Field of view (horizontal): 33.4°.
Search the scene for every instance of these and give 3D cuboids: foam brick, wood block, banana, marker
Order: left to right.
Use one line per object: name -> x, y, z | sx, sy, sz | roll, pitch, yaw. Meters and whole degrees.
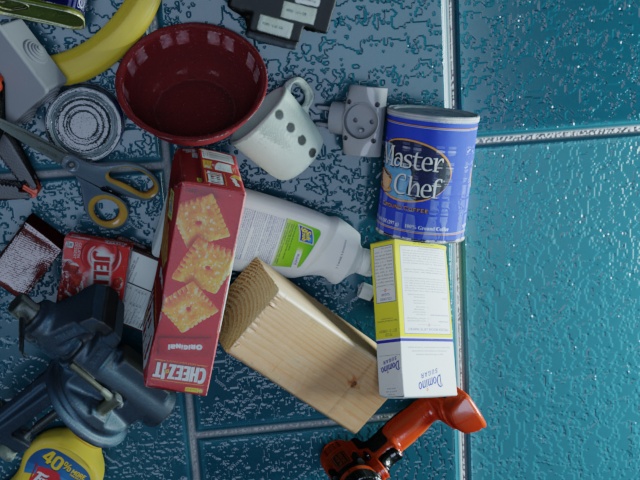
foam brick -> -0.328, 0.017, 1.197 | 0.051, 0.053, 0.078 | 37, 98, -13
banana -> -0.239, -0.222, 1.156 | 0.198, 0.037, 0.069 | -32, 105, 2
wood block -> -0.017, 0.121, 1.205 | 0.205, 0.090, 0.091 | 38, 96, -31
marker -> 0.102, 0.079, 1.274 | 0.121, 0.020, 0.020 | 21, 100, -10

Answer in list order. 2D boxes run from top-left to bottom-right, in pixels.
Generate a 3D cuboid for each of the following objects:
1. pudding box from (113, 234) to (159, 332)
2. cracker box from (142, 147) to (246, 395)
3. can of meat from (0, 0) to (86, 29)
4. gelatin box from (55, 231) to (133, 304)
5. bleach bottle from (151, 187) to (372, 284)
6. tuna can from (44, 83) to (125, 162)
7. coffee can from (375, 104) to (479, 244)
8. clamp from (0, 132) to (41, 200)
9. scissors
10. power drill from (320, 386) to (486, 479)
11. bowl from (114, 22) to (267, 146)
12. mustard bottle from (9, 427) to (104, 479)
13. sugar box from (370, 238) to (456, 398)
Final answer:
pudding box -> -0.201, 0.057, 1.227 | 0.113, 0.039, 0.090 | 23, 102, -8
cracker box -> -0.133, 0.025, 1.092 | 0.072, 0.164, 0.214 | 10, 106, -12
can of meat -> -0.291, -0.276, 1.117 | 0.102, 0.057, 0.084 | 10, 82, -9
gelatin box -> -0.251, 0.040, 1.184 | 0.073, 0.030, 0.089 | 10, 103, -5
bleach bottle -> -0.058, 0.001, 1.218 | 0.250, 0.068, 0.103 | 17, 104, -12
tuna can -> -0.260, -0.129, 1.178 | 0.086, 0.034, 0.086 | -1, 104, -6
coffee can -> 0.119, -0.076, 1.195 | 0.102, 0.103, 0.140 | 4, 103, -7
clamp -> -0.409, -0.097, 1.168 | 0.210, 0.036, 0.165 | 37, 100, -13
scissors -> -0.273, -0.067, 1.164 | 0.201, 0.016, 0.096 | 15, 117, -33
power drill -> 0.096, 0.241, 1.238 | 0.187, 0.185, 0.057 | -34, 109, -7
bowl -> -0.137, -0.157, 1.149 | 0.162, 0.162, 0.055 | 1, 148, -1
mustard bottle -> -0.312, 0.279, 1.259 | 0.096, 0.058, 0.192 | 37, 97, -8
sugar box -> 0.105, 0.090, 1.212 | 0.093, 0.048, 0.176 | 7, 79, -42
